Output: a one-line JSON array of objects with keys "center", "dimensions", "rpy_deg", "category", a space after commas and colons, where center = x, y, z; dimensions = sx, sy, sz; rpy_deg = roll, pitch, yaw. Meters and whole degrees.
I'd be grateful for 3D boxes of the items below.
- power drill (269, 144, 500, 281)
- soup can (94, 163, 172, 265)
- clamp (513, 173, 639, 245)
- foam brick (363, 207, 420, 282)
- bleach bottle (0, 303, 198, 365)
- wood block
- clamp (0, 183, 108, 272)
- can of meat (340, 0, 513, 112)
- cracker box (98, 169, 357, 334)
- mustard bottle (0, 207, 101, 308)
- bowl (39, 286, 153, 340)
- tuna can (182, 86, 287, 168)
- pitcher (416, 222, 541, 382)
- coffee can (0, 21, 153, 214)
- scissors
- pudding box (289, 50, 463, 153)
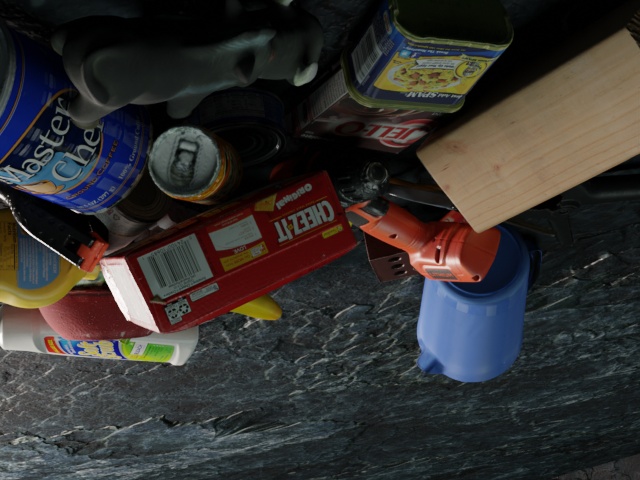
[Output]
[{"center": [0.062, -0.025, 0.931], "dimensions": [0.187, 0.057, 0.185], "rpy_deg": [28, 171, -22], "category": "power drill"}, {"center": [-0.186, -0.027, 0.951], "dimensions": [0.068, 0.068, 0.102], "rpy_deg": [10, 151, -38], "category": "soup can"}, {"center": [0.248, -0.041, 1.112], "dimensions": [0.209, 0.036, 0.165], "rpy_deg": [7, 153, -28], "category": "clamp"}, {"center": [0.079, 0.005, 1.146], "dimensions": [0.053, 0.051, 0.078], "rpy_deg": [-12, 157, 9], "category": "foam brick"}, {"center": [-0.275, 0.105, 1.253], "dimensions": [0.250, 0.068, 0.103], "rpy_deg": [3, 155, -19], "category": "bleach bottle"}, {"center": [0.190, -0.098, 0.840], "dimensions": [0.207, 0.090, 0.090], "rpy_deg": [-30, -167, 42], "category": "wood block"}, {"center": [-0.228, -0.032, 0.846], "dimensions": [0.120, 0.172, 0.039], "rpy_deg": [16, 104, -41], "category": "clamp"}, {"center": [0.078, -0.141, 0.781], "dimensions": [0.102, 0.057, 0.084], "rpy_deg": [1, 154, -23], "category": "can of meat"}, {"center": [-0.083, 0.011, 0.865], "dimensions": [0.164, 0.072, 0.214], "rpy_deg": [-25, -175, -16], "category": "cracker box"}, {"center": [-0.280, 0.014, 0.979], "dimensions": [0.191, 0.096, 0.058], "rpy_deg": [2, 155, -25], "category": "mustard bottle"}, {"center": [-0.226, 0.074, 1.125], "dimensions": [0.162, 0.055, 0.162], "rpy_deg": [-1, 180, 0], "category": "bowl"}, {"center": [-0.071, -0.091, 0.880], "dimensions": [0.086, 0.034, 0.086], "rpy_deg": [-7, 158, -3], "category": "tuna can"}, {"center": [0.187, 0.061, 1.245], "dimensions": [0.145, 0.149, 0.243], "rpy_deg": [5, 156, 7], "category": "pitcher"}, {"center": [-0.203, -0.085, 0.755], "dimensions": [0.103, 0.103, 0.140], "rpy_deg": [-20, 155, 27], "category": "coffee can"}, {"center": [0.145, -0.032, 0.997], "dimensions": [0.202, 0.016, 0.096], "rpy_deg": [18, -167, 33], "category": "scissors"}, {"center": [0.045, -0.110, 0.867], "dimensions": [0.113, 0.039, 0.090], "rpy_deg": [8, 154, -33], "category": "pudding box"}]
